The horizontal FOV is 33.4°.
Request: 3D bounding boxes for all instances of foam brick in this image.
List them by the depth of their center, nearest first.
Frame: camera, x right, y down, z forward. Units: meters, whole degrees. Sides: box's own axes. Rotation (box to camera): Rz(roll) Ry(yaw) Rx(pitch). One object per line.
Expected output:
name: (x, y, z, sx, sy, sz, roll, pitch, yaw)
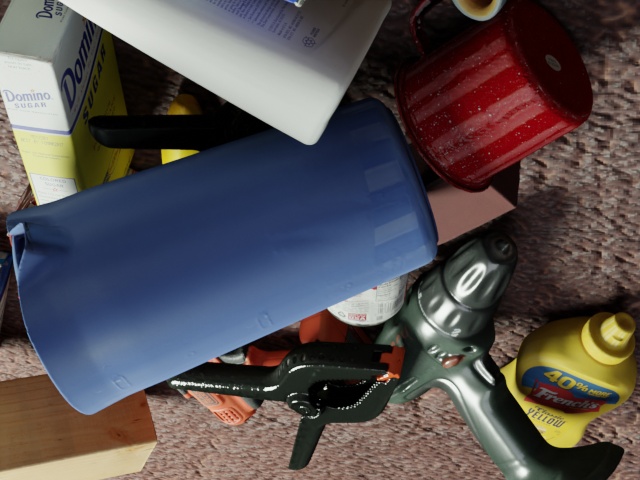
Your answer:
foam brick: (0.089, -0.041, 0.716, 0.051, 0.053, 0.078, 34, 140, -27)

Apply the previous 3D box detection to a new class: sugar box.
sugar box: (-0.162, -0.087, 0.693, 0.048, 0.093, 0.176, 9, 144, 3)

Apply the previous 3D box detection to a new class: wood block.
wood block: (-0.274, 0.186, 1.023, 0.205, 0.090, 0.091, -7, 152, -26)

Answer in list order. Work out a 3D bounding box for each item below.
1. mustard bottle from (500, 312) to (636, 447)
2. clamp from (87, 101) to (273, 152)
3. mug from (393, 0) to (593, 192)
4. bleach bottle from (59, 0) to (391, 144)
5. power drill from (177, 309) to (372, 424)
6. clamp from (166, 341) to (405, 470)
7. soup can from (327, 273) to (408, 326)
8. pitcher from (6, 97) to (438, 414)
mustard bottle: (0.205, 0.113, 0.885, 0.096, 0.058, 0.192, 23, 143, -3)
clamp: (-0.050, -0.088, 0.689, 0.171, 0.039, 0.120, 20, 115, -35)
mug: (0.097, -0.097, 0.621, 0.082, 0.093, 0.117, -30, 90, 37)
bleach bottle: (-0.091, -0.152, 0.590, 0.251, 0.102, 0.068, 29, 137, -3)
power drill: (-0.058, 0.097, 0.945, 0.188, 0.057, 0.184, -9, 139, 29)
clamp: (-0.006, 0.134, 0.894, 0.210, 0.036, 0.164, -19, 130, 36)
soup can: (0.033, 0.010, 0.788, 0.068, 0.068, 0.102, 8, 144, 6)
pitcher: (-0.055, 0.008, 0.661, 0.243, 0.149, 0.145, -21, 100, 1)
